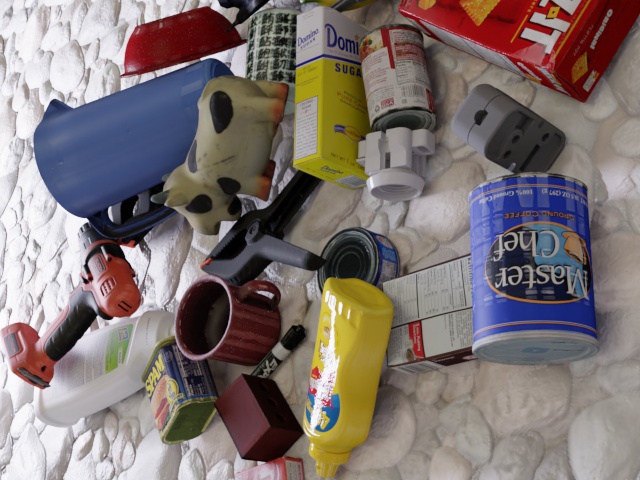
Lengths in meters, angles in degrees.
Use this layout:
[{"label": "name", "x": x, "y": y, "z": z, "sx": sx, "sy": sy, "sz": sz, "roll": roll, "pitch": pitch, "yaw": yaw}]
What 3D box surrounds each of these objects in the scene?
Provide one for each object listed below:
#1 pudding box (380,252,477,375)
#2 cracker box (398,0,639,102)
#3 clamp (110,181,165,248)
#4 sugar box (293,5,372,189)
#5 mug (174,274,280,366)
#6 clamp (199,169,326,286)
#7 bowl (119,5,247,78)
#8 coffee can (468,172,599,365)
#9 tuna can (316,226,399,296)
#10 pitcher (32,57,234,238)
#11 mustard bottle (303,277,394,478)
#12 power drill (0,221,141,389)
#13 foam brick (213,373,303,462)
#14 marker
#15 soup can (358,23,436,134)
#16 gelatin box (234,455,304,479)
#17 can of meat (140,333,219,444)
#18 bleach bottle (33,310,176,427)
[{"label": "pudding box", "x": 0.111, "y": 0.069, "z": 0.993, "sx": 0.114, "sy": 0.039, "sz": 0.090, "roll": -19, "pitch": 63, "yaw": 37}, {"label": "cracker box", "x": 0.193, "y": -0.244, "z": 0.991, "sx": 0.214, "sy": 0.072, "sz": 0.164, "roll": 35, "pitch": 97, "yaw": 44}, {"label": "clamp", "x": -0.233, "y": -0.078, "z": 1.370, "sx": 0.120, "sy": 0.039, "sz": 0.171, "roll": 26, "pitch": 92, "yaw": 41}, {"label": "sugar box", "x": 0.018, "y": -0.149, "z": 1.119, "sx": 0.048, "sy": 0.093, "sz": 0.176, "roll": -12, "pitch": 68, "yaw": 40}, {"label": "mug", "x": -0.090, "y": 0.083, "z": 1.149, "sx": 0.117, "sy": 0.081, "sz": 0.093, "roll": -45, "pitch": 50, "yaw": 23}, {"label": "clamp", "x": -0.058, "y": 0.001, "z": 1.161, "sx": 0.210, "sy": 0.036, "sz": 0.164, "roll": -35, "pitch": 36, "yaw": 33}, {"label": "bowl", "x": -0.171, "y": -0.243, "z": 1.283, "sx": 0.162, "sy": 0.161, "sz": 0.055, "roll": -2, "pitch": 110, "yaw": 43}, {"label": "coffee can", "x": 0.178, "y": 0.026, "z": 0.898, "sx": 0.103, "sy": 0.102, "sz": 0.140, "roll": -15, "pitch": 66, "yaw": 40}, {"label": "tuna can", "x": 0.037, "y": 0.030, "z": 1.080, "sx": 0.086, "sy": 0.033, "sz": 0.086, "roll": -17, "pitch": 65, "yaw": 39}, {"label": "pitcher", "x": -0.205, "y": -0.116, "z": 1.275, "sx": 0.243, "sy": 0.149, "sz": 0.145, "roll": -20, "pitch": 49, "yaw": 19}, {"label": "mustard bottle", "x": 0.021, "y": 0.138, "z": 1.021, "sx": 0.096, "sy": 0.058, "sz": 0.192, "roll": -141, "pitch": 57, "yaw": -61}, {"label": "power drill", "x": -0.311, "y": 0.076, "z": 1.313, "sx": 0.188, "sy": 0.057, "sz": 0.185, "roll": -46, "pitch": 38, "yaw": 6}, {"label": "foam brick", "x": -0.064, "y": 0.185, "z": 1.111, "sx": 0.051, "sy": 0.052, "sz": 0.078, "roll": -51, "pitch": 49, "yaw": 19}, {"label": "marker", "x": -0.056, "y": 0.135, "z": 1.144, "sx": 0.121, "sy": 0.020, "sz": 0.020, "roll": -50, "pitch": 48, "yaw": 19}, {"label": "soup can", "x": 0.078, "y": -0.159, "z": 1.082, "sx": 0.069, "sy": 0.068, "sz": 0.102, "roll": -25, "pitch": 60, "yaw": 36}, {"label": "gelatin box", "x": -0.049, "y": 0.271, "z": 1.083, "sx": 0.073, "sy": 0.030, "sz": 0.089, "roll": -27, "pitch": 59, "yaw": 35}, {"label": "can of meat", "x": -0.155, "y": 0.166, "z": 1.186, "sx": 0.102, "sy": 0.057, "sz": 0.084, "roll": -59, "pitch": 44, "yaw": 46}, {"label": "bleach bottle", "x": -0.243, "y": 0.150, "z": 1.288, "sx": 0.251, "sy": 0.068, "sz": 0.102, "roll": -22, "pitch": 59, "yaw": 35}]
